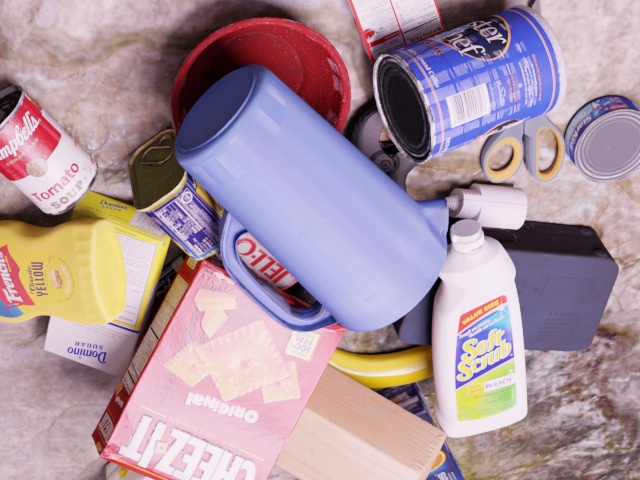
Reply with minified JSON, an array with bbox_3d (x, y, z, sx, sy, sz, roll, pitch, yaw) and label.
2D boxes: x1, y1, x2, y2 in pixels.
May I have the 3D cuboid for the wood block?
[{"bbox_3d":[0.016,0.206,1.136,0.206,0.090,0.090,29,121,15],"label":"wood block"}]

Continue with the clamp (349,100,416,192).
[{"bbox_3d":[0.066,-0.073,1.047,0.120,0.039,0.172,20,118,-27],"label":"clamp"}]

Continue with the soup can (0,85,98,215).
[{"bbox_3d":[-0.256,-0.079,0.950,0.068,0.068,0.102,-33,126,11],"label":"soup can"}]

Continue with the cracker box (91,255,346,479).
[{"bbox_3d":[-0.098,0.138,1.036,0.164,0.072,0.214,28,90,-19],"label":"cracker box"}]

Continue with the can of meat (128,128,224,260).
[{"bbox_3d":[-0.127,-0.041,0.987,0.057,0.102,0.084,-34,128,10],"label":"can of meat"}]

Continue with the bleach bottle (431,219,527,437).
[{"bbox_3d":[0.151,0.087,1.077,0.102,0.068,0.251,-14,127,0],"label":"bleach bottle"}]

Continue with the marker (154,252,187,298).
[{"bbox_3d":[-0.159,0.040,1.088,0.121,0.020,0.020,-38,124,14],"label":"marker"}]

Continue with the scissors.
[{"bbox_3d":[0.190,-0.133,1.047,0.096,0.016,0.201,-22,127,3],"label":"scissors"}]

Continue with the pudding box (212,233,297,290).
[{"bbox_3d":[-0.057,0.001,1.071,0.090,0.039,0.113,-34,125,13],"label":"pudding box"}]

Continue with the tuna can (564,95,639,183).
[{"bbox_3d":[0.292,-0.103,1.081,0.086,0.034,0.086,-6,126,-9],"label":"tuna can"}]

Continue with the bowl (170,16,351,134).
[{"bbox_3d":[-0.056,-0.136,0.963,0.162,0.055,0.162,-6,126,-9],"label":"bowl"}]

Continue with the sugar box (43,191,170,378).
[{"bbox_3d":[-0.210,0.046,1.051,0.093,0.048,0.176,21,123,0],"label":"sugar box"}]

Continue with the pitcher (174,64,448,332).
[{"bbox_3d":[-0.017,-0.030,0.934,0.242,0.149,0.145,42,150,-29],"label":"pitcher"}]

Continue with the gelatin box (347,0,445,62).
[{"bbox_3d":[0.063,-0.213,0.952,0.073,0.030,0.089,-24,127,3],"label":"gelatin box"}]

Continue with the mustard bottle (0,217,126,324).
[{"bbox_3d":[-0.278,0.029,1.000,0.192,0.058,0.096,-1,106,21],"label":"mustard bottle"}]

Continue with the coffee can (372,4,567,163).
[{"bbox_3d":[0.132,-0.140,0.953,0.140,0.103,0.103,-22,129,-17],"label":"coffee can"}]

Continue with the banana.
[{"bbox_3d":[0.072,0.135,1.199,0.197,0.037,0.070,3,125,-15],"label":"banana"}]
